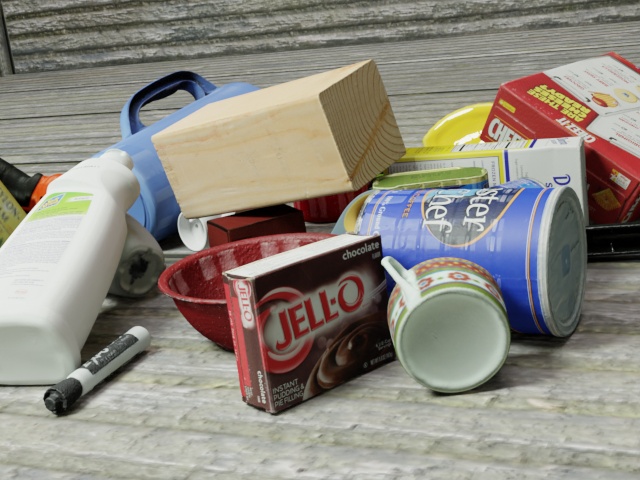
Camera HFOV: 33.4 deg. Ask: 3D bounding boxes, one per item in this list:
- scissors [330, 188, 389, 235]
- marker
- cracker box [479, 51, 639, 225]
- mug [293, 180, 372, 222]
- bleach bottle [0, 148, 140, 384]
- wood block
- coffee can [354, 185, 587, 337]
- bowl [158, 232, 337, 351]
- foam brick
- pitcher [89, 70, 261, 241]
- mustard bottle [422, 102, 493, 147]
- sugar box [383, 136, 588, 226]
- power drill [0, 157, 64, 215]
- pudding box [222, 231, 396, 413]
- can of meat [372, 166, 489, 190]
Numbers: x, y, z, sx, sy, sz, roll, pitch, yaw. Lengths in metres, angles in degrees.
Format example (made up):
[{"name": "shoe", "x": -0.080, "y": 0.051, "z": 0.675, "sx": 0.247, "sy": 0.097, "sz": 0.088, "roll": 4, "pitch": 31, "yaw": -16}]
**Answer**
[{"name": "scissors", "x": -0.004, "y": 0.002, "z": 0.891, "sx": 0.202, "sy": 0.096, "sz": 0.016, "roll": 5, "pitch": -2, "yaw": 31}, {"name": "marker", "x": -0.158, "y": 0.091, "z": 0.758, "sx": 0.020, "sy": 0.020, "sz": 0.121, "roll": -1, "pitch": 16, "yaw": 22}, {"name": "cracker box", "x": 0.283, "y": -0.102, "z": 1.037, "sx": 0.164, "sy": 0.072, "sz": 0.213, "roll": 40, "pitch": 41, "yaw": 27}, {"name": "mug", "x": 0.016, "y": -0.071, "z": 1.148, "sx": 0.093, "sy": 0.081, "sz": 0.117, "roll": 8, "pitch": 22, "yaw": 44}, {"name": "bleach bottle", "x": -0.197, "y": 0.005, "z": 0.849, "sx": 0.103, "sy": 0.068, "sz": 0.250, "roll": -3, "pitch": 36, "yaw": 17}, {"name": "wood block", "x": -0.040, "y": -0.086, "z": 0.957, "sx": 0.207, "sy": 0.090, "sz": 0.090, "roll": -8, "pitch": 21, "yaw": 40}, {"name": "coffee can", "x": 0.107, "y": 0.013, "z": 0.756, "sx": 0.140, "sy": 0.103, "sz": 0.102, "roll": 1, "pitch": 17, "yaw": 28}, {"name": "bowl", "x": -0.039, "y": 0.043, "z": 0.809, "sx": 0.162, "sy": 0.055, "sz": 0.162, "roll": -7, "pitch": 15, "yaw": 2}, {"name": "foam brick", "x": -0.056, "y": 0.001, "z": 0.974, "sx": 0.078, "sy": 0.053, "sz": 0.051, "roll": -14, "pitch": 16, "yaw": -24}, {"name": "pitcher", "x": -0.154, "y": -0.088, "z": 1.173, "sx": 0.149, "sy": 0.145, "sz": 0.242, "roll": 16, "pitch": 30, "yaw": 29}, {"name": "mustard bottle", "x": 0.182, "y": -0.106, "z": 1.183, "sx": 0.096, "sy": 0.058, "sz": 0.191, "roll": -25, "pitch": -9, "yaw": 18}, {"name": "sugar box", "x": 0.147, "y": -0.040, "z": 0.951, "sx": 0.176, "sy": 0.093, "sz": 0.048, "roll": -2, "pitch": 17, "yaw": 17}, {"name": "power drill", "x": -0.328, "y": -0.057, "z": 1.074, "sx": 0.187, "sy": 0.057, "sz": 0.185, "roll": 26, "pitch": -20, "yaw": -11}, {"name": "pudding box", "x": -0.006, "y": 0.050, "z": 0.699, "sx": 0.113, "sy": 0.090, "sz": 0.039, "roll": -20, "pitch": 19, "yaw": -39}, {"name": "can of meat", "x": 0.096, "y": -0.014, "z": 0.898, "sx": 0.102, "sy": 0.084, "sz": 0.057, "roll": -6, "pitch": 15, "yaw": 5}]
